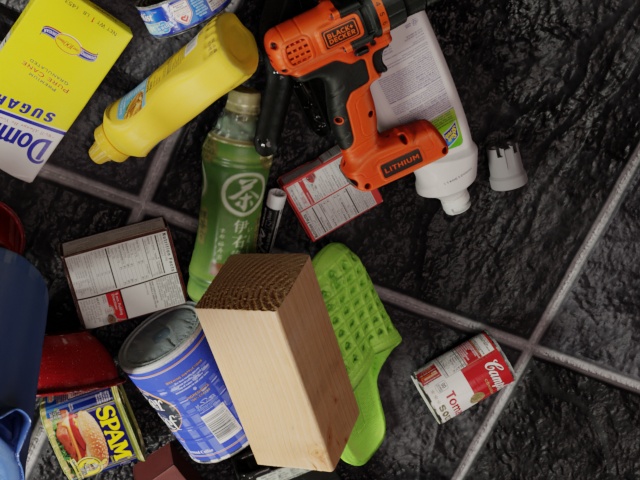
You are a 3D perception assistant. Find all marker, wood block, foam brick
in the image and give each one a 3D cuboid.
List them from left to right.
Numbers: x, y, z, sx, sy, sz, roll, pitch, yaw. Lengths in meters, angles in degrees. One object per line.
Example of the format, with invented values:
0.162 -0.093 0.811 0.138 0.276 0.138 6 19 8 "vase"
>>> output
-0.165 0.275 1.189 0.053 0.051 0.078 -33 116 0 "foam brick"
-0.057 0.001 1.114 0.020 0.020 0.121 5 122 -17 "marker"
-0.037 0.121 1.056 0.091 0.090 0.206 -1 125 26 "wood block"

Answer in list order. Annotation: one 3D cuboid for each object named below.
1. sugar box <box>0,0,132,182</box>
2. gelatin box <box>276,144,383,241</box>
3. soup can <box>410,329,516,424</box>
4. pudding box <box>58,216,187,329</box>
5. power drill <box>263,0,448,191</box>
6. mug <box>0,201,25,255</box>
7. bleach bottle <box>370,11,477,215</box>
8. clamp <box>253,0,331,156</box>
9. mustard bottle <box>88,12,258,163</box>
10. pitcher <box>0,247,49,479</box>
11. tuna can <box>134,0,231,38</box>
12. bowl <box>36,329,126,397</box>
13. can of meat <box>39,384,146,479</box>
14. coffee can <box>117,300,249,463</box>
-0.263 -0.149 0.996 0.093 0.048 0.176 32 99 -24 "sugar box"
0.010 -0.053 1.118 0.089 0.030 0.073 -30 117 0 "gelatin box"
0.163 0.156 1.223 0.102 0.068 0.068 -30 116 -2 "soup can"
-0.201 0.034 1.090 0.113 0.039 0.090 -16 115 -11 "pudding box"
0.058 -0.153 1.005 0.184 0.057 0.187 -24 119 -2 "power drill"
-0.329 0.002 1.017 0.093 0.081 0.117 -2 112 -15 "mug"
0.093 -0.131 1.093 0.102 0.068 0.250 -27 118 -3 "bleach bottle"
-0.034 -0.164 1.027 0.039 0.120 0.171 1 114 26 "clamp"
-0.146 -0.131 1.000 0.192 0.096 0.058 -34 118 22 "mustard bottle"
-0.303 0.117 0.883 0.149 0.243 0.145 8 123 -10 "pitcher"
-0.125 -0.221 0.982 0.086 0.086 0.033 -28 117 -3 "tuna can"
-0.275 0.119 1.053 0.162 0.162 0.055 -3 89 -14 "bowl"
-0.242 0.199 1.135 0.084 0.057 0.102 -18 115 -6 "can of meat"
-0.131 0.148 1.119 0.103 0.103 0.140 -32 116 -1 "coffee can"
